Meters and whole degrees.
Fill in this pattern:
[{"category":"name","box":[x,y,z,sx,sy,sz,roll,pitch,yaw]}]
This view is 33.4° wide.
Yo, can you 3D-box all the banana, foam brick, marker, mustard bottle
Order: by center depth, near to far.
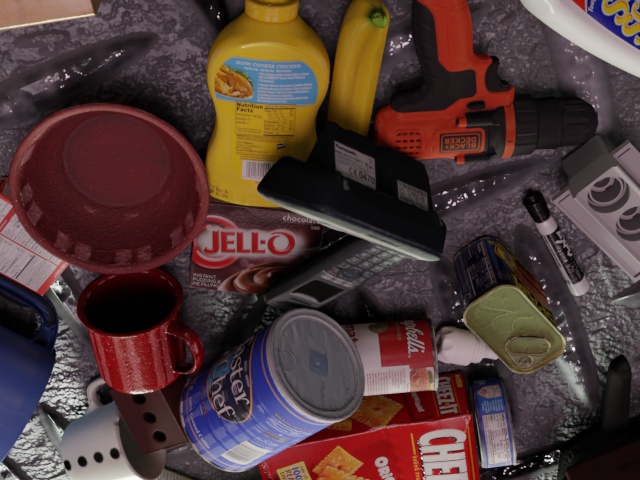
[{"category":"banana","box":[0.026,-0.121,0.837,0.037,0.069,0.198,12,141,2]},{"category":"mustard bottle","box":[-0.042,-0.120,0.841,0.096,0.058,0.192,4,124,-1]},{"category":"marker","box":[0.212,0.002,0.962,0.020,0.020,0.121,-26,121,14]},{"category":"foam brick","box":[-0.155,0.154,1.012,0.053,0.051,0.078,-18,110,19]}]

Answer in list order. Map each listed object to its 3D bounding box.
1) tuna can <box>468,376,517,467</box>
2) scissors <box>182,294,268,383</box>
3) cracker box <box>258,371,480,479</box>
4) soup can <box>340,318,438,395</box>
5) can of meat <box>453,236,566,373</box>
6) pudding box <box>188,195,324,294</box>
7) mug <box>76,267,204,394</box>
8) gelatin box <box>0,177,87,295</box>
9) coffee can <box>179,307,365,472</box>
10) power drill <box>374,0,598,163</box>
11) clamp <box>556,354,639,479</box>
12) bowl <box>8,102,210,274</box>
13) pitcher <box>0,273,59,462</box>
[{"category":"tuna can","box":[0.167,0.177,1.039,0.034,0.086,0.086,-9,124,4]},{"category":"scissors","box":[-0.074,0.124,1.029,0.096,0.016,0.202,37,116,-22]},{"category":"cracker box","box":[0.051,0.230,1.076,0.213,0.072,0.164,-10,125,3]},{"category":"soup can","box":[0.055,0.110,0.998,0.102,0.068,0.068,-4,124,0]},{"category":"can of meat","box":[0.167,0.056,0.957,0.057,0.084,0.102,-36,119,19]},{"category":"pudding box","box":[-0.056,0.001,0.934,0.113,0.039,0.090,5,124,-7]},{"category":"mug","box":[-0.154,0.085,0.950,0.117,0.093,0.081,15,133,22]},{"category":"gelatin box","box":[-0.258,-0.003,0.926,0.089,0.030,0.073,33,118,-22]},{"category":"coffee can","box":[-0.044,0.134,0.942,0.102,0.102,0.141,33,135,-23]},{"category":"power drill","box":[0.133,-0.147,0.833,0.184,0.057,0.188,-5,123,-4]},{"category":"clamp","box":[0.302,0.197,1.085,0.164,0.036,0.210,24,123,-27]},{"category":"bowl","box":[-0.171,-0.052,0.881,0.162,0.055,0.162,-1,124,-2]},{"category":"pitcher","box":[-0.360,0.089,0.935,0.242,0.149,0.145,34,131,-19]}]
